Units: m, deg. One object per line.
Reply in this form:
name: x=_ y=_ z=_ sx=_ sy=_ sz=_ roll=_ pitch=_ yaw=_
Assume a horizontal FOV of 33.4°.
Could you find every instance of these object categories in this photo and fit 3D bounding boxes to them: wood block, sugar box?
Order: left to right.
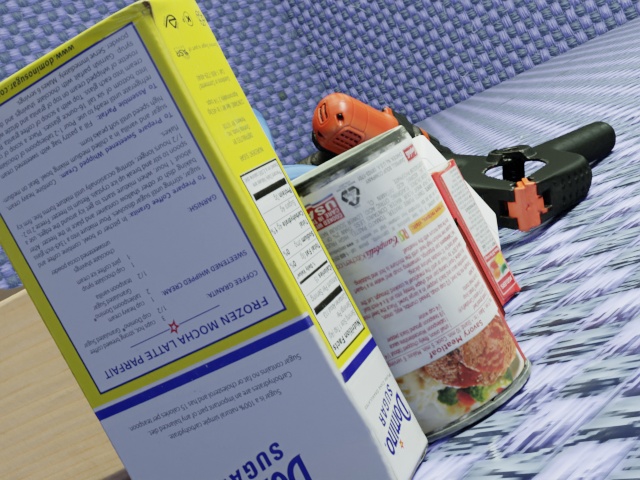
wood block: x=-0.112 y=0.076 z=0.468 sx=0.206 sy=0.091 sz=0.090 roll=-27 pitch=-18 yaw=11
sugar box: x=-0.045 y=0.016 z=0.361 sx=0.093 sy=0.176 sz=0.048 roll=-25 pitch=8 yaw=24

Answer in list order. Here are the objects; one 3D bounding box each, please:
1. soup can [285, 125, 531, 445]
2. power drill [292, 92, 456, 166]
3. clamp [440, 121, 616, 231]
soup can: x=0.025 y=0.017 z=0.397 sx=0.068 sy=0.102 sz=0.068 roll=-28 pitch=5 yaw=2
power drill: x=0.026 y=-0.053 z=1.025 sx=0.184 sy=0.057 sz=0.188 roll=23 pitch=-47 yaw=-36
clamp: x=0.139 y=-0.047 z=0.719 sx=0.164 sy=0.036 sz=0.210 roll=-11 pitch=13 yaw=1
